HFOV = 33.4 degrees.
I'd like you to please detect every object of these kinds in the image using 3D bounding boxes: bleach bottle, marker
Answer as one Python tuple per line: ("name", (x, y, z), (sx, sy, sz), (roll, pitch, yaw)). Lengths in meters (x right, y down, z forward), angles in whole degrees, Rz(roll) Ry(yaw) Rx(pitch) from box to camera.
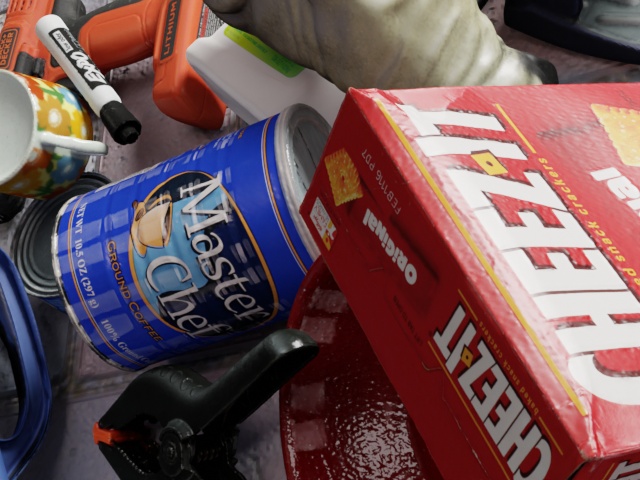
("bleach bottle", (0.042, -0.163, 0.623), (0.251, 0.068, 0.103), (-47, 56, -3))
("marker", (-0.143, -0.098, 0.654), (0.020, 0.020, 0.121), (-42, 57, 4))

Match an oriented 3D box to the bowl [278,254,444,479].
("bowl", (0.039, 0.078, 0.466), (0.162, 0.055, 0.162), (1, 92, 63))

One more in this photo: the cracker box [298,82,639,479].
("cracker box", (0.124, 0.013, 0.391), (0.164, 0.213, 0.072), (61, 144, 38))

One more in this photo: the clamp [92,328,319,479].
("clamp", (-0.056, 0.112, 0.524), (0.172, 0.039, 0.120), (-16, 72, 49))

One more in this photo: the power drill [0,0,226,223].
("power drill", (-0.150, -0.102, 0.705), (0.188, 0.057, 0.184), (-4, 69, 28))

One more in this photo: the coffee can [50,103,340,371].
("coffee can", (-0.054, 0.001, 0.562), (0.140, 0.102, 0.103), (-20, 56, 20))

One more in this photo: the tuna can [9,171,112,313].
("tuna can", (-0.148, 0.002, 0.661), (0.086, 0.033, 0.086), (-14, 58, 23))
